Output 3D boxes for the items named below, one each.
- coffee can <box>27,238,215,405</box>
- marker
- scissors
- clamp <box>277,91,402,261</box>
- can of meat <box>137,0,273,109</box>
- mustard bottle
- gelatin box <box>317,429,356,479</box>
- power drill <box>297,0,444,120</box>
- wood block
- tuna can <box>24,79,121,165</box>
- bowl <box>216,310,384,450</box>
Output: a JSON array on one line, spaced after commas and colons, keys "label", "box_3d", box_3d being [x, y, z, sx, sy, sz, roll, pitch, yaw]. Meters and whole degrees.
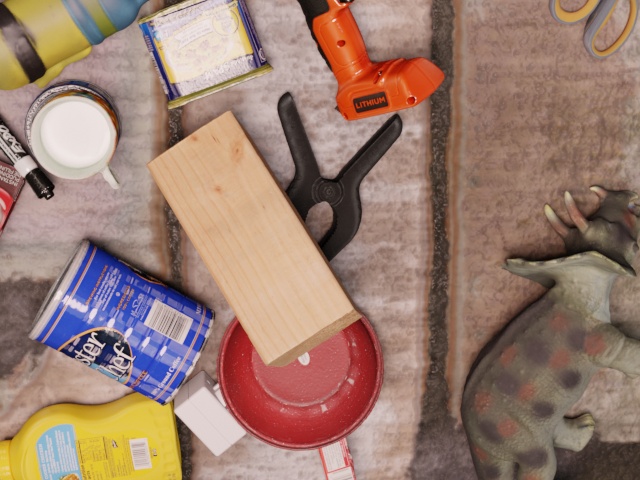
[{"label": "coffee can", "box_3d": [-0.183, 0.076, 0.988, 0.140, 0.103, 0.103, 30, 99, -14]}, {"label": "marker", "box_3d": [-0.278, -0.085, 0.956, 0.020, 0.020, 0.121, -40, 86, 4]}, {"label": "scissors", "box_3d": [0.282, -0.273, 1.003, 0.096, 0.016, 0.202, 16, 102, -11]}, {"label": "clamp", "box_3d": [0.015, -0.053, 1.015, 0.120, 0.039, 0.171, 3, 101, -3]}, {"label": "can of meat", "box_3d": [-0.104, -0.175, 0.957, 0.102, 0.057, 0.084, -21, 104, -2]}, {"label": "mustard bottle", "box_3d": [-0.235, 0.204, 1.038, 0.191, 0.058, 0.096, -8, 110, -6]}, {"label": "gelatin box", "box_3d": [0.012, 0.207, 1.063, 0.030, 0.073, 0.089, -15, 105, -5]}, {"label": "power drill", "box_3d": [0.031, -0.201, 0.916, 0.057, 0.185, 0.187, -43, 112, -31]}, {"label": "wood block", "box_3d": [-0.057, 0.001, 0.948, 0.090, 0.090, 0.206, -33, 80, 3]}, {"label": "tuna can", "box_3d": [-0.225, -0.102, 0.972, 0.086, 0.034, 0.086, -2, 105, -7]}, {"label": "bowl", "box_3d": [-0.019, 0.114, 1.006, 0.162, 0.055, 0.162, 0, 73, -1]}]
